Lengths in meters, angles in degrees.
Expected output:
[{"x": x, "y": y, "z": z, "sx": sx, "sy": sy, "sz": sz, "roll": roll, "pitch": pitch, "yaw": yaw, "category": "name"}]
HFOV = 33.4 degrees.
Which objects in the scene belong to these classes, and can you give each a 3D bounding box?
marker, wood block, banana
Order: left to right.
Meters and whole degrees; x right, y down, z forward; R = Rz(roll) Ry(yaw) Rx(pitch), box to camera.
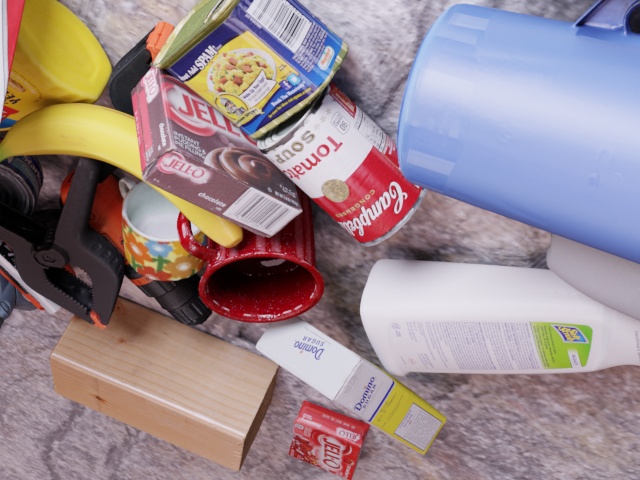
[{"x": -0.276, "y": 0.019, "z": 0.952, "sx": 0.020, "sy": 0.020, "sz": 0.121, "roll": -16, "pitch": 123, "yaw": 45, "category": "marker"}, {"x": -0.140, "y": -0.055, "z": 0.759, "sx": 0.198, "sy": 0.069, "sz": 0.037, "roll": 17, "pitch": -174, "yaw": 8, "category": "banana"}, {"x": -0.155, "y": 0.140, "z": 1.070, "sx": 0.206, "sy": 0.090, "sz": 0.091, "roll": 22, "pitch": 146, "yaw": 6, "category": "wood block"}]

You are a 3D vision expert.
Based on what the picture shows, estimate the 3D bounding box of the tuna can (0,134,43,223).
[{"x": -0.275, "y": -0.047, "z": 0.882, "sx": 0.086, "sy": 0.033, "sz": 0.086, "roll": 0, "pitch": 135, "yaw": 0, "category": "tuna can"}]

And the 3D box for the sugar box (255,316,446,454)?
[{"x": 0.030, "y": 0.120, "z": 0.894, "sx": 0.093, "sy": 0.048, "sz": 0.176, "roll": 29, "pitch": 171, "yaw": 37, "category": "sugar box"}]

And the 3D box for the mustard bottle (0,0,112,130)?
[{"x": -0.252, "y": -0.127, "z": 0.811, "sx": 0.192, "sy": 0.058, "sz": 0.096, "roll": -9, "pitch": 142, "yaw": 41, "category": "mustard bottle"}]

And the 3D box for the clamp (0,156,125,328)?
[{"x": -0.211, "y": -0.003, "z": 0.869, "sx": 0.165, "sy": 0.036, "sz": 0.210, "roll": -9, "pitch": 136, "yaw": 22, "category": "clamp"}]

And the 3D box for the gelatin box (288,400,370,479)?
[{"x": 0.008, "y": 0.208, "z": 1.106, "sx": 0.073, "sy": 0.030, "sz": 0.089, "roll": 21, "pitch": 145, "yaw": 7, "category": "gelatin box"}]

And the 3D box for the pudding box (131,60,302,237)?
[{"x": -0.071, "y": -0.060, "z": 0.723, "sx": 0.113, "sy": 0.090, "sz": 0.039, "roll": 28, "pitch": 124, "yaw": -38, "category": "pudding box"}]

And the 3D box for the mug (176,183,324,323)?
[{"x": -0.055, "y": 0.001, "z": 0.804, "sx": 0.117, "sy": 0.081, "sz": 0.093, "roll": 18, "pitch": 139, "yaw": -27, "category": "mug"}]

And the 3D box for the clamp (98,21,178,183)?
[{"x": -0.107, "y": -0.085, "z": 0.792, "sx": 0.120, "sy": 0.039, "sz": 0.172, "roll": 12, "pitch": 145, "yaw": -8, "category": "clamp"}]

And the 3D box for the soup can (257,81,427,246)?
[{"x": 0.016, "y": -0.054, "z": 0.727, "sx": 0.102, "sy": 0.068, "sz": 0.069, "roll": 42, "pitch": 143, "yaw": -21, "category": "soup can"}]

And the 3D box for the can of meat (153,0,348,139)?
[{"x": -0.044, "y": -0.120, "z": 0.688, "sx": 0.084, "sy": 0.057, "sz": 0.102, "roll": 38, "pitch": 144, "yaw": -21, "category": "can of meat"}]

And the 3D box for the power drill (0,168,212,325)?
[{"x": -0.206, "y": 0.016, "z": 0.972, "sx": 0.188, "sy": 0.057, "sz": 0.184, "roll": -11, "pitch": 127, "yaw": 38, "category": "power drill"}]

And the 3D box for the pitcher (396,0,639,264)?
[{"x": 0.172, "y": -0.062, "z": 0.579, "sx": 0.243, "sy": 0.149, "sz": 0.145, "roll": 18, "pitch": 160, "yaw": 17, "category": "pitcher"}]

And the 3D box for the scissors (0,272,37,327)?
[{"x": -0.305, "y": 0.046, "z": 0.989, "sx": 0.016, "sy": 0.201, "sz": 0.096, "roll": -31, "pitch": 97, "yaw": 13, "category": "scissors"}]

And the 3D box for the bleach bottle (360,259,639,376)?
[{"x": 0.161, "y": 0.063, "z": 0.792, "sx": 0.251, "sy": 0.068, "sz": 0.102, "roll": 2, "pitch": 142, "yaw": 27, "category": "bleach bottle"}]
